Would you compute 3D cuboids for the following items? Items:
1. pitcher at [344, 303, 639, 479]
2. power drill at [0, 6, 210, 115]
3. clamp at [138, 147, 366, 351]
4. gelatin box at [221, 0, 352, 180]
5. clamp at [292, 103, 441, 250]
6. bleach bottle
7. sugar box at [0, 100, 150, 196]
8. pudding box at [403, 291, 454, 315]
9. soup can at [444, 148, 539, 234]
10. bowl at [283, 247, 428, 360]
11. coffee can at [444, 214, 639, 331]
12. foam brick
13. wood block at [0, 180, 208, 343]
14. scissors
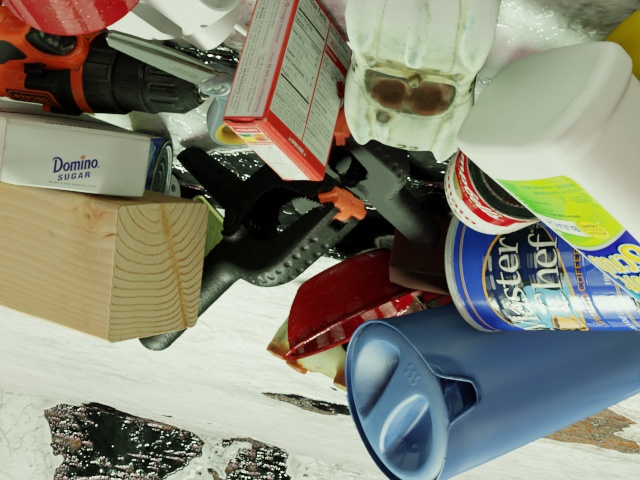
[{"bbox_3d":[0.145,0.104,0.863,0.242,0.145,0.149,-12,-142,-29],"label":"pitcher"},{"bbox_3d":[-0.173,-0.131,0.626,0.185,0.057,0.187,7,161,18],"label":"power drill"},{"bbox_3d":[-0.055,0.001,0.754,0.036,0.164,0.210,25,161,-39],"label":"clamp"},{"bbox_3d":[-0.016,-0.088,0.591,0.030,0.089,0.073,3,159,27],"label":"gelatin box"},{"bbox_3d":[0.018,-0.048,0.771,0.120,0.039,0.171,8,154,20],"label":"clamp"},{"bbox_3d":[0.188,0.004,0.557,0.250,0.068,0.103,40,168,-21],"label":"bleach bottle"},{"bbox_3d":[-0.185,-0.066,0.736,0.093,0.048,0.176,5,-169,-24],"label":"sugar box"},{"bbox_3d":[0.123,0.060,0.952,0.090,0.039,0.113,-23,168,-10],"label":"pudding box"},{"bbox_3d":[0.114,-0.041,0.644,0.068,0.068,0.102,13,175,0],"label":"soup can"},{"bbox_3d":[0.031,0.051,0.964,0.162,0.055,0.162,-23,169,-5],"label":"bowl"},{"bbox_3d":[0.172,0.012,0.735,0.141,0.103,0.102,-4,155,43],"label":"coffee can"},{"bbox_3d":[0.098,0.012,0.872,0.078,0.053,0.051,11,162,9],"label":"foam brick"},{"bbox_3d":[-0.189,0.001,0.757,0.206,0.091,0.090,12,-170,33],"label":"wood block"},{"bbox_3d":[-0.069,-0.085,0.628,0.096,0.016,0.201,-28,161,39],"label":"scissors"}]
